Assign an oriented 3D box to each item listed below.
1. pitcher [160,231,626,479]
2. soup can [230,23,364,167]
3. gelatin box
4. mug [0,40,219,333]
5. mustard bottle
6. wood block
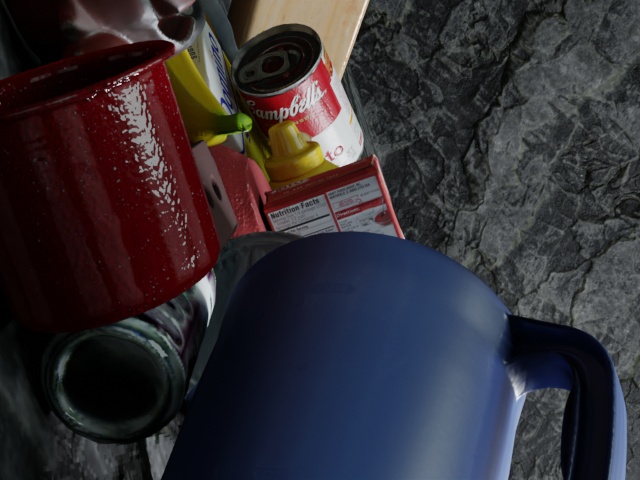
[{"bbox_3d":[0.006,0.112,0.360,0.149,0.145,0.242,-59,-174,37],"label":"pitcher"},{"bbox_3d":[-0.015,-0.096,0.769,0.102,0.068,0.068,60,14,-48],"label":"soup can"},{"bbox_3d":[0.014,0.000,0.654,0.030,0.073,0.089,-93,162,-66],"label":"gelatin box"},{"bbox_3d":[-0.092,-0.021,0.395,0.117,0.093,0.081,15,-54,55],"label":"mug"},{"bbox_3d":[0.005,0.006,0.751,0.096,0.058,0.191,-90,160,-70],"label":"mustard bottle"},{"bbox_3d":[-0.017,-0.195,0.848,0.091,0.090,0.206,-101,-155,-48],"label":"wood block"}]
